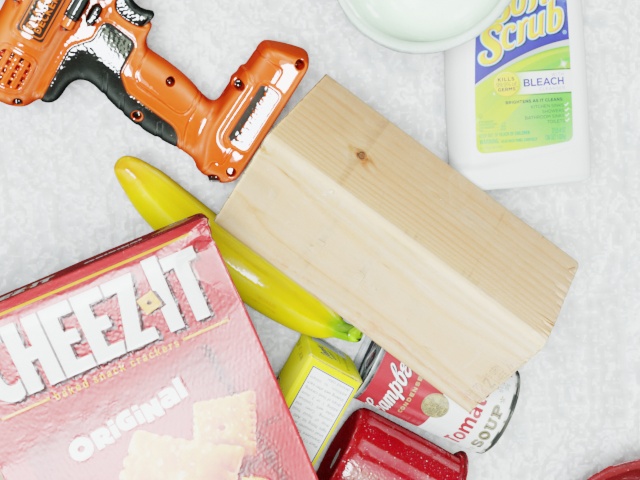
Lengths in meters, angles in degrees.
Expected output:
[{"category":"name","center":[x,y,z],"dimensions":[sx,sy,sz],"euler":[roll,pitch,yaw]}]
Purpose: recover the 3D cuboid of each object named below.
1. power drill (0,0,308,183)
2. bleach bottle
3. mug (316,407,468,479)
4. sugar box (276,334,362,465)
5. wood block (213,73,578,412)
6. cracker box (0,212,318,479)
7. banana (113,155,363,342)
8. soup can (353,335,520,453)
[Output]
[{"category":"power drill","center":[-0.104,-0.137,0.686],"dimensions":[0.187,0.057,0.184],"euler":[30,103,-16]},{"category":"bleach bottle","center":[0.123,-0.161,0.720],"dimensions":[0.102,0.068,0.251],"euler":[-6,94,-1]},{"category":"mug","center":[0.039,0.176,0.743],"dimensions":[0.081,0.093,0.117],"euler":[29,131,-3]},{"category":"sugar box","center":[-0.035,0.152,0.726],"dimensions":[0.048,0.093,0.176],"euler":[31,93,-5]},{"category":"wood block","center":[0.050,0.001,0.688],"dimensions":[0.206,0.090,0.090],"euler":[37,133,0]},{"category":"cracker box","center":[-0.101,0.112,0.628],"dimensions":[0.164,0.072,0.214],"euler":[-23,96,-8]},{"category":"banana","center":[-0.056,0.010,0.724],"dimensions":[0.198,0.070,0.037],"euler":[34,64,-1]},{"category":"soup can","center":[0.078,0.098,0.741],"dimensions":[0.102,0.068,0.068],"euler":[25,94,-7]}]
